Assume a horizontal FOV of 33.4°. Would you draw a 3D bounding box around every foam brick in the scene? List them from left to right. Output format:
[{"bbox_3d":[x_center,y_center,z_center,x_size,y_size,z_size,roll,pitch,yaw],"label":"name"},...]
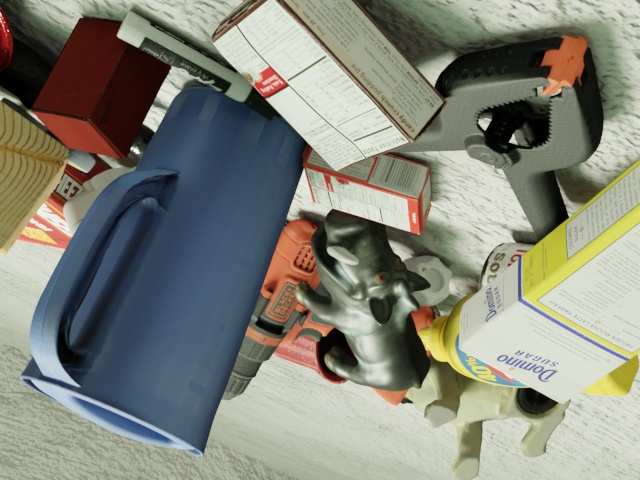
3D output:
[{"bbox_3d":[-0.148,-0.104,0.722,0.051,0.078,0.053,13,159,27],"label":"foam brick"}]

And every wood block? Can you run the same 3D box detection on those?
[{"bbox_3d":[-0.261,-0.050,0.835,0.090,0.090,0.206,36,169,-11],"label":"wood block"}]

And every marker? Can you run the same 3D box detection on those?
[{"bbox_3d":[-0.076,-0.113,0.704,0.121,0.020,0.020,28,162,-17],"label":"marker"}]

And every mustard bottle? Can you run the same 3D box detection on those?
[{"bbox_3d":[0.164,0.085,0.906,0.192,0.058,0.096,-2,135,42],"label":"mustard bottle"}]

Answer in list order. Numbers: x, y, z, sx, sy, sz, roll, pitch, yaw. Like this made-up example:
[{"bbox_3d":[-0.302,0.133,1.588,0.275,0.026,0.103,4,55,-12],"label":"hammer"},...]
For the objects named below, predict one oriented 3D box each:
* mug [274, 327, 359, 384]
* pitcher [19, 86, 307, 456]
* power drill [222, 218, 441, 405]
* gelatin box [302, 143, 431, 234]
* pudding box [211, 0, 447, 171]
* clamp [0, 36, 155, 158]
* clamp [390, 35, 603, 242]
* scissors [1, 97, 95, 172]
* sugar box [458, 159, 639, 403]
[{"bbox_3d":[-0.001,0.104,1.133,0.082,0.093,0.117,13,135,40],"label":"mug"},{"bbox_3d":[-0.102,0.014,0.739,0.145,0.242,0.149,26,162,-14],"label":"pitcher"},{"bbox_3d":[0.006,0.089,0.980,0.187,0.184,0.057,23,-163,-27],"label":"power drill"},{"bbox_3d":[0.034,-0.041,0.771,0.089,0.030,0.073,18,164,13],"label":"gelatin box"},{"bbox_3d":[0.003,-0.094,0.589,0.113,0.039,0.090,44,156,-15],"label":"pudding box"},{"bbox_3d":[-0.203,-0.112,0.823,0.120,0.039,0.171,7,157,45],"label":"clamp"},{"bbox_3d":[0.110,-0.057,0.617,0.164,0.036,0.210,26,162,-10],"label":"clamp"},{"bbox_3d":[-0.260,-0.102,0.903,0.202,0.016,0.096,26,169,43],"label":"scissors"},{"bbox_3d":[0.175,0.029,0.663,0.093,0.048,0.177,29,135,-18],"label":"sugar box"}]
